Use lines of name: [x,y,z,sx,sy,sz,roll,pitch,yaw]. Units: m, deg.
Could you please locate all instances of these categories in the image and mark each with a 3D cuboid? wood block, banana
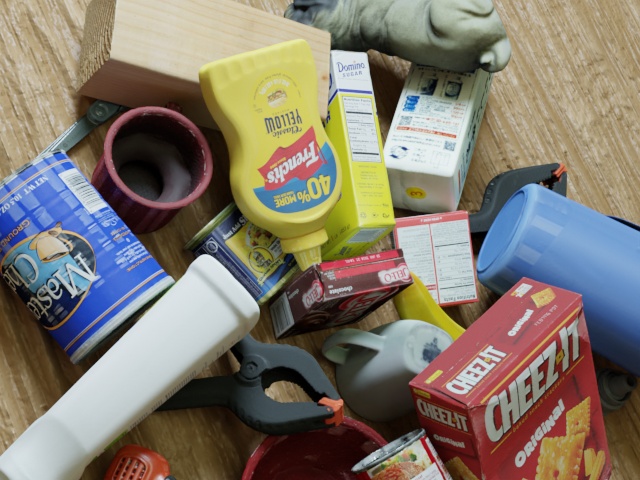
wood block: [-0.102,-0.160,0.957,0.205,0.091,0.090,12,71,-28]
banana: [0.128,0.087,0.994,0.197,0.070,0.037,31,37,-24]

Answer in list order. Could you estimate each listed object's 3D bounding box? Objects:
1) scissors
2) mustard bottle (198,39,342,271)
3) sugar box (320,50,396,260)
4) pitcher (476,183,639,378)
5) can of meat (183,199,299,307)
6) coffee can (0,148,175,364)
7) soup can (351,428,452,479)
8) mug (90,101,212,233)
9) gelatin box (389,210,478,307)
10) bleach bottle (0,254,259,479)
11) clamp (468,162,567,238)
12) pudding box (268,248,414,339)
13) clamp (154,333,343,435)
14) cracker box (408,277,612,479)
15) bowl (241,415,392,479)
scissors: [-0.203,-0.133,0.956,0.201,0.016,0.096,-30,88,-33]
mustard bottle: [-0.033,-0.066,0.903,0.096,0.058,0.191,-20,101,-25]
sugar box: [0.020,-0.078,0.999,0.048,0.093,0.176,-2,70,-27]
pitcher: [0.278,0.039,1.015,0.242,0.149,0.145,28,89,-4]
can of meat: [-0.056,0.001,0.952,0.084,0.058,0.102,47,58,-4]
coffee can: [-0.200,0.013,0.850,0.102,0.103,0.140,-40,90,-32]
soup can: [0.079,0.213,0.859,0.068,0.069,0.102,-27,84,-31]
mug: [-0.147,-0.066,0.920,0.093,0.082,0.117,21,63,-17]
gelatin box: [0.107,0.020,1.012,0.073,0.030,0.089,-7,91,-5]
bleach bottle: [-0.159,0.121,0.808,0.250,0.103,0.068,-43,85,-16]
clamp: [0.195,0.001,1.084,0.209,0.036,0.164,-39,91,-28]
pudding box: [0.015,0.047,0.934,0.089,0.114,0.039,-9,74,-28]
clamp: [-0.066,0.119,0.878,0.172,0.039,0.120,26,66,24]
cracker box: [0.174,0.167,0.926,0.164,0.072,0.213,-38,125,-32]
bowl: [-0.002,0.228,0.887,0.161,0.055,0.162,9,66,-22]
